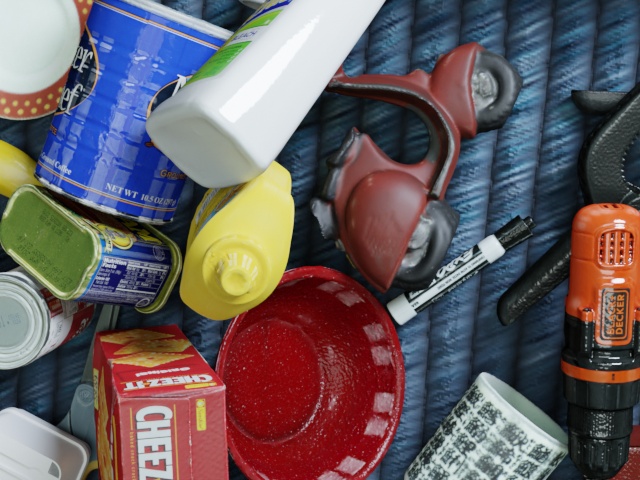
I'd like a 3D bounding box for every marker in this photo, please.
[{"bbox_3d":[0.102,0.020,0.767,0.121,0.020,0.020,-35,91,9],"label":"marker"}]

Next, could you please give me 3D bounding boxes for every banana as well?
[{"bbox_3d":[-0.282,-0.050,0.796,0.198,0.037,0.069,10,97,6],"label":"banana"}]

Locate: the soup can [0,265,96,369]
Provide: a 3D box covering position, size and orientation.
[{"bbox_3d":[-0.208,0.049,0.765,0.068,0.102,0.068,1,96,6],"label":"soup can"}]

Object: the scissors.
[{"bbox_3d":[-0.164,0.133,0.812,0.096,0.016,0.202,33,100,2],"label":"scissors"}]

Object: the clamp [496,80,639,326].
[{"bbox_3d":[0.207,-0.018,0.727,0.164,0.036,0.210,2,110,7],"label":"clamp"}]

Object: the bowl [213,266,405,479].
[{"bbox_3d":[-0.018,0.100,0.748,0.161,0.055,0.162,4,84,-37],"label":"bowl"}]

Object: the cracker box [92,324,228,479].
[{"bbox_3d":[-0.108,0.154,0.706,0.072,0.214,0.164,-4,96,-14],"label":"cracker box"}]

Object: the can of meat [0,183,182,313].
[{"bbox_3d":[-0.162,0.005,0.745,0.102,0.083,0.057,34,101,32],"label":"can of meat"}]

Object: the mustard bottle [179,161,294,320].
[{"bbox_3d":[-0.054,0.001,0.694,0.058,0.191,0.096,34,99,-10],"label":"mustard bottle"}]

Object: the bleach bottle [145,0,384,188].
[{"bbox_3d":[-0.005,-0.148,0.699,0.068,0.103,0.250,45,65,-21],"label":"bleach bottle"}]

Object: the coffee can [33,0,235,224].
[{"bbox_3d":[-0.127,-0.094,0.739,0.103,0.102,0.140,22,98,4],"label":"coffee can"}]
